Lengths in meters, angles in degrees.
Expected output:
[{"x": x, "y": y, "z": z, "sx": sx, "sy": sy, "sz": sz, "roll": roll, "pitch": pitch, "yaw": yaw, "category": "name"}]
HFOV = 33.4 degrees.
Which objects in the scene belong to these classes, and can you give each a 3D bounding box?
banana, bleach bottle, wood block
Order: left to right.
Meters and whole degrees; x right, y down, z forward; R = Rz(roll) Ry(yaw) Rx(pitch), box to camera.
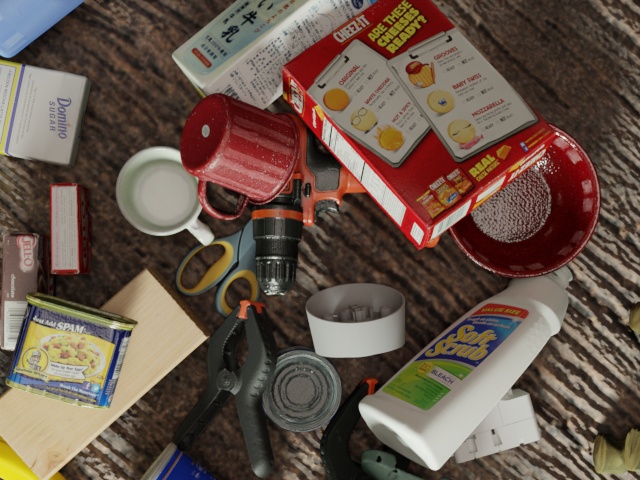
[{"x": -0.323, "y": 0.228, "z": 1.068, "sx": 0.198, "sy": 0.037, "sz": 0.070, "roll": 18, "pitch": 106, "yaw": -1, "category": "banana"}, {"x": -0.214, "y": 0.127, "z": 1.047, "sx": 0.206, "sy": 0.090, "sz": 0.091, "roll": -42, "pitch": 91, "yaw": -3, "category": "wood block"}, {"x": 0.158, "y": 0.110, "z": 1.064, "sx": 0.250, "sy": 0.103, "sz": 0.068, "roll": -44, "pitch": 126, "yaw": -20, "category": "bleach bottle"}]

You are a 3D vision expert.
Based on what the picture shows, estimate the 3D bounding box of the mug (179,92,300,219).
[{"x": -0.083, "y": -0.078, "z": 1.008, "sx": 0.081, "sy": 0.093, "sz": 0.117, "roll": 18, "pitch": 90, "yaw": -38, "category": "mug"}]

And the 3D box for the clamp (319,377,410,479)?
[{"x": 0.054, "y": 0.247, "z": 1.086, "sx": 0.164, "sy": 0.036, "sz": 0.210, "roll": 11, "pitch": 85, "yaw": -6, "category": "clamp"}]

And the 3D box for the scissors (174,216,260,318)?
[{"x": -0.057, "y": 0.001, "z": 1.096, "sx": 0.201, "sy": 0.016, "sz": 0.096, "roll": -37, "pitch": 97, "yaw": -9, "category": "scissors"}]

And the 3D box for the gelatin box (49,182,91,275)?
[{"x": -0.246, "y": -0.010, "z": 1.056, "sx": 0.030, "sy": 0.073, "sz": 0.089, "roll": -2, "pitch": 89, "yaw": -3, "category": "gelatin box"}]

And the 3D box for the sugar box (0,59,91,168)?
[{"x": -0.327, "y": -0.135, "z": 1.069, "sx": 0.176, "sy": 0.048, "sz": 0.093, "roll": 12, "pitch": 88, "yaw": -7, "category": "sugar box"}]

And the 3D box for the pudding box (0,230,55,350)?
[{"x": -0.284, "y": 0.048, "z": 1.045, "sx": 0.039, "sy": 0.090, "sz": 0.113, "roll": 3, "pitch": 89, "yaw": -2, "category": "pudding box"}]

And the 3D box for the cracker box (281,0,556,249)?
[{"x": 0.091, "y": -0.121, "z": 1.026, "sx": 0.164, "sy": 0.072, "sz": 0.214, "roll": -37, "pitch": 74, "yaw": -16, "category": "cracker box"}]

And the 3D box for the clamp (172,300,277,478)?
[{"x": -0.093, "y": 0.145, "z": 1.065, "sx": 0.120, "sy": 0.039, "sz": 0.171, "roll": 0, "pitch": 77, "yaw": 27, "category": "clamp"}]

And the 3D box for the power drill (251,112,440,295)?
[{"x": 0.025, "y": -0.034, "z": 1.069, "sx": 0.187, "sy": 0.057, "sz": 0.184, "roll": 2, "pitch": 83, "yaw": -7, "category": "power drill"}]

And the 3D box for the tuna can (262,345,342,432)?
[{"x": -0.021, "y": 0.151, "z": 1.085, "sx": 0.086, "sy": 0.034, "sz": 0.086, "roll": 0, "pitch": 89, "yaw": -3, "category": "tuna can"}]

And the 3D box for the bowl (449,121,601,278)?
[{"x": 0.200, "y": -0.042, "z": 1.091, "sx": 0.162, "sy": 0.055, "sz": 0.162, "roll": 0, "pitch": 89, "yaw": -3, "category": "bowl"}]

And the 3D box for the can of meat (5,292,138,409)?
[{"x": -0.228, "y": 0.101, "z": 0.974, "sx": 0.102, "sy": 0.057, "sz": 0.084, "roll": 16, "pitch": 89, "yaw": -2, "category": "can of meat"}]
